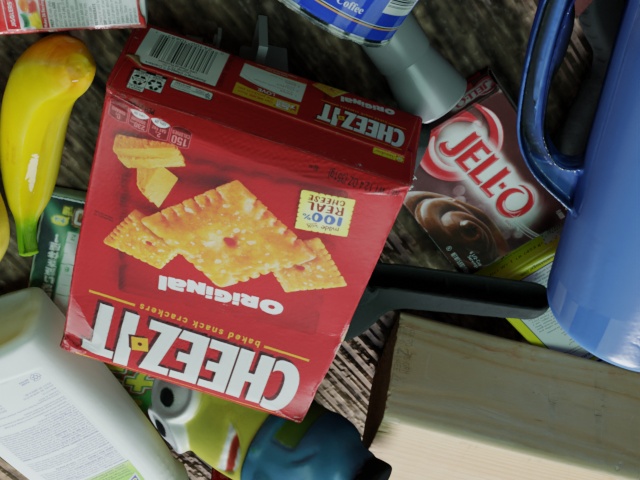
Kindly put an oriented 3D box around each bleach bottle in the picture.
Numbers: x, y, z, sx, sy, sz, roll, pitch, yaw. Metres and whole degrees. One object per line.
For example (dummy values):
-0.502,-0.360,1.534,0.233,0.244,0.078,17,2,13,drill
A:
-0.170,0.147,0.756,0.103,0.068,0.250,-21,127,12,bleach bottle

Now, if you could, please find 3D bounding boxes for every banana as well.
-0.153,-0.065,0.597,0.037,0.070,0.198,-17,159,-28,banana

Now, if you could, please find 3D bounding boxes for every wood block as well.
0.139,0.132,0.745,0.206,0.090,0.091,15,140,-2,wood block

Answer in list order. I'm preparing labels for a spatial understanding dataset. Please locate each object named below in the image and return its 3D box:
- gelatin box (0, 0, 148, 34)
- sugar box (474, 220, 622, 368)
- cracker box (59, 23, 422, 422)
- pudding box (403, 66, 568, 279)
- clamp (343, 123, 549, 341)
-0.125,-0.138,0.550,0.073,0.089,0.030,-3,126,-4,gelatin box
0.193,0.050,0.756,0.093,0.048,0.176,-33,127,19,sugar box
-0.054,0.001,0.618,0.164,0.072,0.214,18,132,-4,cracker box
0.099,-0.041,0.680,0.090,0.039,0.113,-31,123,17,pudding box
0.022,0.012,0.683,0.210,0.036,0.164,-16,127,25,clamp
